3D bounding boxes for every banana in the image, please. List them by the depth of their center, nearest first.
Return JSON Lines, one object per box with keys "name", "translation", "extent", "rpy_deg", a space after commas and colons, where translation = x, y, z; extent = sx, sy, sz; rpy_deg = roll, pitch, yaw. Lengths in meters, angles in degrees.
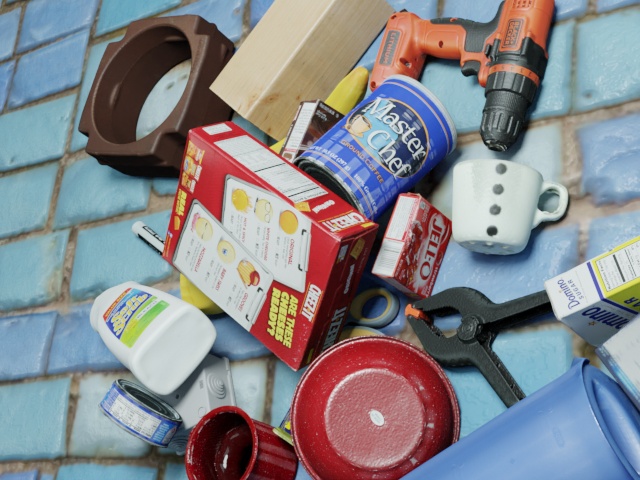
{"name": "banana", "translation": [-0.010, -0.125, 1.213], "extent": [0.198, 0.069, 0.037], "rpy_deg": [-37, 76, 21]}

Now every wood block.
{"name": "wood block", "translation": [-0.021, -0.224, 1.255], "extent": [0.206, 0.090, 0.091], "rpy_deg": [-52, 48, 6]}

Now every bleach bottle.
{"name": "bleach bottle", "translation": [-0.214, 0.101, 1.234], "extent": [0.102, 0.068, 0.251], "rpy_deg": [-48, 27, -17]}

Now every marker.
{"name": "marker", "translation": [-0.197, 0.008, 1.327], "extent": [0.121, 0.020, 0.020], "rpy_deg": [34, 92, 42]}

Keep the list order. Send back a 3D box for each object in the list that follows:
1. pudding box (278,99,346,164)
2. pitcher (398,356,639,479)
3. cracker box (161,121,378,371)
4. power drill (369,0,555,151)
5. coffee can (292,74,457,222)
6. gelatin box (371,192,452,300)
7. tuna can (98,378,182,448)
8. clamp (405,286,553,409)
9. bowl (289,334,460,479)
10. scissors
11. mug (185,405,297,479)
{"name": "pudding box", "translation": [0.012, -0.088, 1.148], "extent": [0.039, 0.113, 0.090], "rpy_deg": [9, 75, 56]}
{"name": "pitcher", "translation": [0.160, 0.218, 0.879], "extent": [0.243, 0.149, 0.145], "rpy_deg": [-36, 87, 24]}
{"name": "cracker box", "translation": [-0.057, 0.001, 1.082], "extent": [0.214, 0.071, 0.164], "rpy_deg": [36, 127, 28]}
{"name": "power drill", "translation": [0.147, -0.180, 1.128], "extent": [0.188, 0.057, 0.184], "rpy_deg": [6, 69, 36]}
{"name": "coffee can", "translation": [0.056, -0.087, 1.089], "extent": [0.140, 0.102, 0.103], "rpy_deg": [-43, 45, -20]}
{"name": "gelatin box", "translation": [0.094, 0.007, 1.066], "extent": [0.030, 0.073, 0.089], "rpy_deg": [12, 76, 39]}
{"name": "tuna can", "translation": [-0.189, 0.182, 1.126], "extent": [0.086, 0.086, 0.034], "rpy_deg": [30, 87, 42]}
{"name": "clamp", "translation": [0.149, 0.097, 1.004], "extent": [0.172, 0.039, 0.120], "rpy_deg": [2, 66, 45]}
{"name": "bowl", "translation": [0.050, 0.165, 0.985], "extent": [0.162, 0.055, 0.162], "rpy_deg": [-1, 79, 3]}
{"name": "scissors", "translation": [0.007, 0.080, 1.138], "extent": [0.202, 0.016, 0.096], "rpy_deg": [18, 79, 41]}
{"name": "mug", "translation": [-0.086, 0.221, 1.097], "extent": [0.117, 0.081, 0.093], "rpy_deg": [14, 78, 41]}
